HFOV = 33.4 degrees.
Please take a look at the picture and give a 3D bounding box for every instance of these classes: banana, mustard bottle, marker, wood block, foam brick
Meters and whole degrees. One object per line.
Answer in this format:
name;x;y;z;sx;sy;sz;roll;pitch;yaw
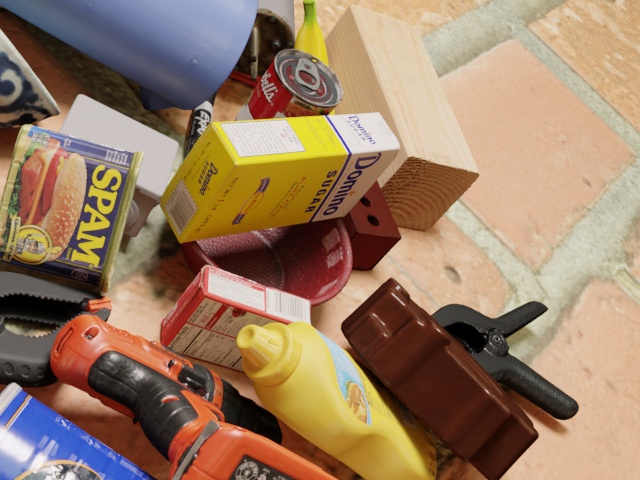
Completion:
banana;-0.008;-0.136;1.027;0.037;0.069;0.198;-11;61;8
mustard bottle;0.007;0.108;0.740;0.191;0.058;0.096;42;18;-42
marker;-0.106;-0.098;0.944;0.020;0.020;0.121;23;41;-20
wood block;0.067;-0.121;1.050;0.090;0.091;0.206;11;46;-33
foam brick;0.027;-0.019;0.948;0.052;0.051;0.078;6;49;-36

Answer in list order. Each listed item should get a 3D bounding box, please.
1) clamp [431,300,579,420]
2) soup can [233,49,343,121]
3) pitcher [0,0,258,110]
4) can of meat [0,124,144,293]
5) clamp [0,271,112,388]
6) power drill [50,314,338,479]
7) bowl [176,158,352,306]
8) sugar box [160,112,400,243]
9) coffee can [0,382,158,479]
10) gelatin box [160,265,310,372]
clamp;0.152;0.089;0.953;0.171;0.039;0.120;20;40;-22
soup can;-0.034;-0.110;0.946;0.068;0.102;0.068;22;42;-21
pitcher;-0.173;-0.221;0.855;0.242;0.145;0.149;25;71;-32
can of meat;-0.176;-0.024;0.742;0.084;0.102;0.057;15;3;-9
clamp;-0.229;0.053;0.676;0.165;0.036;0.209;44;32;24
power drill;-0.062;0.122;0.648;0.184;0.057;0.188;32;-4;-35
bowl;-0.056;0.001;0.858;0.162;0.055;0.162;22;41;-21
sugar box;-0.027;-0.050;0.809;0.175;0.093;0.048;-8;59;-43
coffee can;-0.143;0.160;0.592;0.140;0.103;0.102;35;38;-6
gelatin box;-0.062;0.060;0.779;0.089;0.073;0.030;20;44;-23
